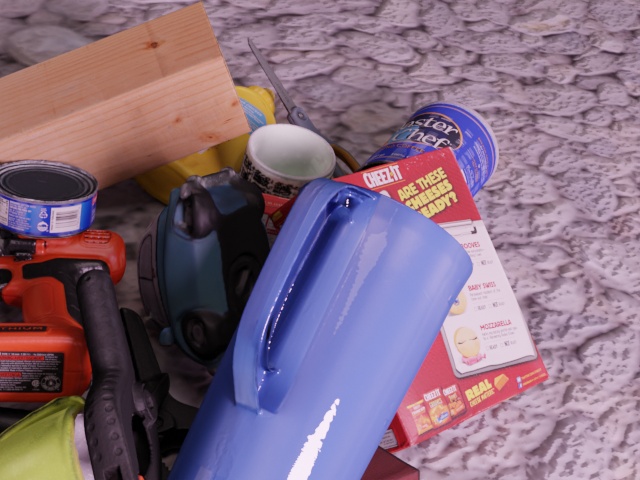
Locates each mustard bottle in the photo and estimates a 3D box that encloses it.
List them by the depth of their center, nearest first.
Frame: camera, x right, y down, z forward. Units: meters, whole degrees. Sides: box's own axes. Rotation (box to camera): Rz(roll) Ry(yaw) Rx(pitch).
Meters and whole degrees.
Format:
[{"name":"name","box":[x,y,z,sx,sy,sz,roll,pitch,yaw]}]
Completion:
[{"name":"mustard bottle","box":[-0.098,-0.102,1.035,0.096,0.058,0.191,28,42,12]}]

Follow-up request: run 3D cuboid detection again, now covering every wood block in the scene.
[{"name":"wood block","box":[-0.177,-0.115,0.928,0.206,0.090,0.091,-21,49,-1]}]

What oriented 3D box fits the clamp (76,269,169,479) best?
[{"name":"clamp","box":[-0.130,0.098,0.688,0.039,0.120,0.171,-26,28,5]}]

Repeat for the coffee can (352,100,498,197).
[{"name":"coffee can","box":[0.100,-0.062,1.037,0.103,0.103,0.140,31,42,12]}]

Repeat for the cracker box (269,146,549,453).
[{"name":"cracker box","box":[0.073,0.047,0.873,0.163,0.072,0.214,-18,81,-36]}]

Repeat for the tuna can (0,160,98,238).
[{"name":"tuna can","box":[-0.222,-0.033,0.854,0.086,0.034,0.086,9,24,-4]}]

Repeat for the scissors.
[{"name":"scissors","box":[-0.027,-0.106,1.043,0.202,0.016,0.096,48,41,-4]}]

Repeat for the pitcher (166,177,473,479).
[{"name":"pitcher","box":[-0.009,0.085,0.702,0.149,0.145,0.242,32,71,-14]}]

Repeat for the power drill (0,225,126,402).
[{"name":"power drill","box":[-0.238,0.043,0.797,0.184,0.057,0.188,1,30,-11]}]

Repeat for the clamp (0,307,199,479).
[{"name":"clamp","box":[-0.123,0.136,0.787,0.210,0.036,0.164,28,41,12]}]
